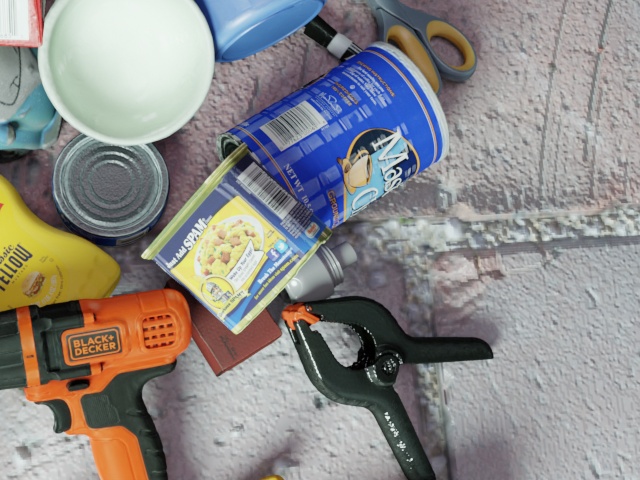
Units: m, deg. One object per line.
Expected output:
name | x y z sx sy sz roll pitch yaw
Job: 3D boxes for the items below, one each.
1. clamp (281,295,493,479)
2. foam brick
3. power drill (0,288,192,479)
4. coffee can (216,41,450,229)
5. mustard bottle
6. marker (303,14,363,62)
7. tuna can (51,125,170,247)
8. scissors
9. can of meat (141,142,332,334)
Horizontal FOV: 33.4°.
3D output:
clamp | 0.051 0.087 0.787 0.171 0.039 0.120 43 65 -19
foam brick | -0.072 0.052 0.773 0.053 0.051 0.078 -31 86 -15
power drill | -0.167 0.131 0.701 0.184 0.057 0.188 -9 103 -15
coffee can | 0.009 -0.068 0.787 0.140 0.103 0.103 -33 87 -16
mustard bottle | -0.241 0.001 0.745 0.191 0.058 0.096 37 79 -2
marker | 0.035 -0.140 0.850 0.121 0.020 0.020 36 74 -3
tuna can | -0.154 -0.040 0.783 0.086 0.034 0.086 2 79 -11
scissors | 0.063 -0.198 0.867 0.096 0.016 0.202 -10 71 -28
can of meat | -0.055 0.001 0.709 0.084 0.102 0.057 43 29 -3
